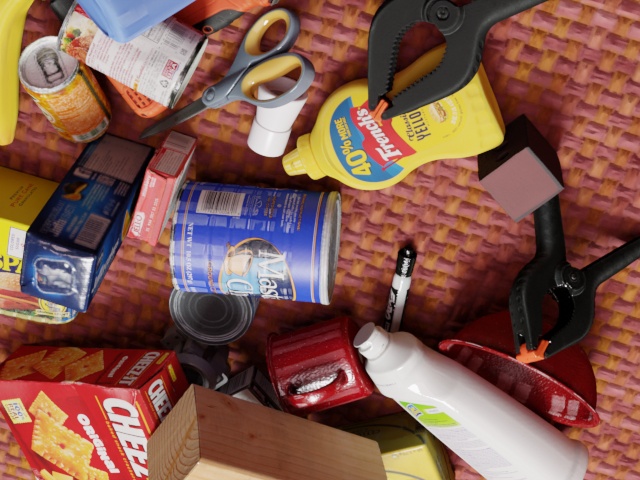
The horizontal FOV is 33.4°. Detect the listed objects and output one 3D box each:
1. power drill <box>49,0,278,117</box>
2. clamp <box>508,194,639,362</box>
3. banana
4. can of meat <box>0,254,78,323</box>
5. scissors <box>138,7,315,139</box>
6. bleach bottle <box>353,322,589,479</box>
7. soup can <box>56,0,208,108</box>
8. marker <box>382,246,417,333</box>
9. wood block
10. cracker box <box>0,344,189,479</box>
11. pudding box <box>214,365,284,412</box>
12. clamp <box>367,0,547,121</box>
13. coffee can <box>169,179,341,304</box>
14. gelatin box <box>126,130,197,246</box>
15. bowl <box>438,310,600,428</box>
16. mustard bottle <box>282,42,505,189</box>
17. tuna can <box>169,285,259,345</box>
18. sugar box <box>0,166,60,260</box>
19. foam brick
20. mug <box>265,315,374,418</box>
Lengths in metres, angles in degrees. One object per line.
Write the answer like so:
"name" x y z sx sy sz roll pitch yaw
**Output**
"power drill" -0.136 -0.217 0.890 0.188 0.057 0.184 -29 111 24
"clamp" 0.221 0.035 0.931 0.120 0.171 0.039 22 160 -7
"banana" -0.274 -0.168 0.928 0.037 0.070 0.198 -5 148 -27
"can of meat" -0.283 0.029 1.047 0.102 0.057 0.084 12 122 3
"scissors" -0.085 -0.145 0.935 0.202 0.096 0.016 -5 164 38
"bleach bottle" 0.137 0.160 1.024 0.250 0.068 0.103 39 149 -19
"soup can" -0.149 -0.158 0.852 0.102 0.068 0.069 28 119 -7
"marker" 0.074 0.059 1.029 0.020 0.020 0.121 11 119 2
"wood block" -0.045 0.219 0.980 0.205 0.090 0.091 22 122 -27
"cracker box" -0.218 0.192 1.080 0.214 0.072 0.164 -1 120 34
"pudding box" -0.086 0.195 1.117 0.114 0.039 0.090 -31 110 24
"clamp" 0.110 -0.180 0.846 0.164 0.036 0.210 29 106 9
"coffee can" -0.056 0.001 0.969 0.140 0.102 0.103 5 119 6
"gelatin box" -0.143 -0.048 0.963 0.030 0.089 0.073 20 120 -3
"bowl" 0.193 0.112 0.991 0.162 0.162 0.055 33 75 -10
"mustard bottle" 0.055 -0.097 0.924 0.192 0.058 0.096 -20 105 19
"tuna can" -0.105 0.060 1.048 0.086 0.033 0.086 4 119 7
"sugar box" -0.291 -0.028 0.995 0.176 0.093 0.048 18 119 -2
"foam brick" 0.171 -0.063 0.914 0.053 0.078 0.051 -38 107 22
"mug" 0.000 0.125 1.024 0.081 0.117 0.093 -18 102 12
